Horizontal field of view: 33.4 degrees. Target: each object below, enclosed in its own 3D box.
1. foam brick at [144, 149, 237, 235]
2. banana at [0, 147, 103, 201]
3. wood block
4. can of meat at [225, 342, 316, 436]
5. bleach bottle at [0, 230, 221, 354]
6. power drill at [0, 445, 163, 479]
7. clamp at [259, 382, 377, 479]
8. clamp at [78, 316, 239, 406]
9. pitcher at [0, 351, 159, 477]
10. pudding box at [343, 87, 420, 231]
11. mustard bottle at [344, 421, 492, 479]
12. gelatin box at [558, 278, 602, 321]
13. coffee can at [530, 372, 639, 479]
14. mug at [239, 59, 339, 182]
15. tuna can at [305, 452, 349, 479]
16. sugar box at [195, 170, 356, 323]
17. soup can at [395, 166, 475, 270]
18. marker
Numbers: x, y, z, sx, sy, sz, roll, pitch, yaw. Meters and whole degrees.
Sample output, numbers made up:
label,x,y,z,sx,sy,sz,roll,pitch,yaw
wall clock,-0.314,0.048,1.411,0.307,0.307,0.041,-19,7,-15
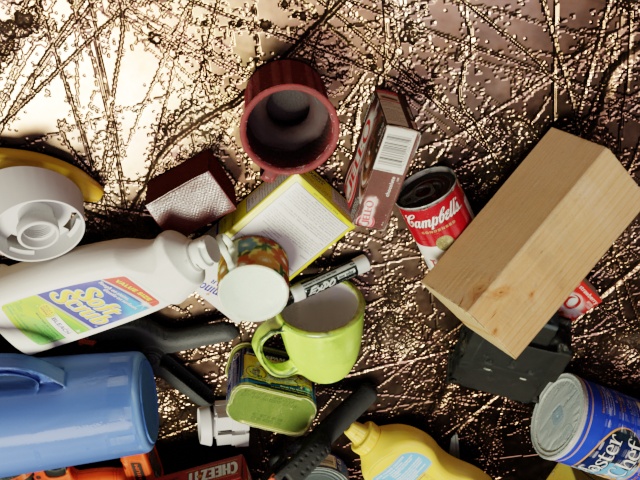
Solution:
label,x,y,z,sx,sy,sz,roll,pitch,yaw
foam brick,-0.130,-0.045,1.072,0.078,0.051,0.053,-27,119,11
banana,-0.318,-0.063,1.057,0.198,0.037,0.070,-3,143,-1
wood block,0.212,0.001,1.058,0.206,0.091,0.090,-50,123,-3
can of meat,-0.054,0.165,1.183,0.102,0.084,0.057,14,114,-9
bleach bottle,-0.217,0.040,1.075,0.251,0.068,0.102,-19,126,23
power drill,-0.288,0.261,1.246,0.187,0.057,0.184,-11,122,4
clamp,-0.012,0.230,1.179,0.165,0.210,0.036,-41,88,11
clamp,-0.175,0.115,1.174,0.171,0.039,0.120,21,116,-16
pitcher,-0.300,0.176,1.116,0.243,0.149,0.145,-7,93,1
pudding box,0.057,-0.079,1.044,0.039,0.090,0.114,13,119,-14
mustard bottle,0.107,0.272,1.274,0.191,0.058,0.096,36,120,-15
gelatin box,0.254,0.056,1.178,0.073,0.030,0.089,-39,117,18
coffee can,0.333,0.224,1.245,0.140,0.103,0.103,21,117,-17
mug,-0.035,-0.111,1.021,0.093,0.081,0.117,12,119,-12
tuna can,-0.006,0.298,1.302,0.086,0.034,0.086,-2,122,-4
sugar box,-0.057,0.001,1.111,0.176,0.048,0.093,-38,117,21
soup can,0.126,-0.016,1.102,0.068,0.068,0.102,-24,121,9
marker,-0.003,0.046,1.130,0.121,0.020,0.020,-24,124,-19
